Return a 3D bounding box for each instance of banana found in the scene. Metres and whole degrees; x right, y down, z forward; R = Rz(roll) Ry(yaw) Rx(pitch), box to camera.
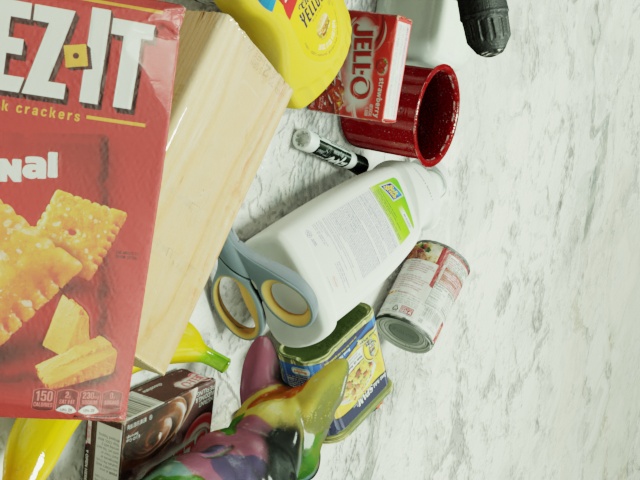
[{"bbox_3d":[-0.141,0.095,0.706,0.197,0.070,0.037,-31,162,-44],"label":"banana"}]

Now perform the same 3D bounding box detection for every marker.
[{"bbox_3d":[0.012,-0.077,0.948,0.121,0.020,0.020,16,87,-61],"label":"marker"}]

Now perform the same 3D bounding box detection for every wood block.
[{"bbox_3d":[-0.110,-0.034,0.669,0.090,0.091,0.206,45,63,-50],"label":"wood block"}]

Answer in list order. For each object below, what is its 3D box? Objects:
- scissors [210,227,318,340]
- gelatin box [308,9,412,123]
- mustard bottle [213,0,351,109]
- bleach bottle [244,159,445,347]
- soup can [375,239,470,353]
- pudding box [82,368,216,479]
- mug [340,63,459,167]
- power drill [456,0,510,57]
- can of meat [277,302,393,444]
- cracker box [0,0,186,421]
[{"bbox_3d":[-0.055,0.001,0.794,0.016,0.096,0.202,-66,155,-46],"label":"scissors"},{"bbox_3d":[0.032,-0.148,0.898,0.030,0.073,0.089,-6,107,-60],"label":"gelatin box"},{"bbox_3d":[-0.036,-0.183,0.704,0.096,0.058,0.191,-62,147,-25],"label":"mustard bottle"},{"bbox_3d":[0.040,-0.004,0.939,0.250,0.068,0.102,-31,98,-47],"label":"bleach bottle"},{"bbox_3d":[0.107,0.059,1.124,0.102,0.069,0.068,-60,147,-26],"label":"soup can"},{"bbox_3d":[-0.124,0.152,0.781,0.113,0.039,0.090,-17,117,-57],"label":"pudding box"},{"bbox_3d":[0.077,-0.125,0.977,0.117,0.082,0.093,-48,140,-41],"label":"mug"},{"bbox_3d":[0.091,-0.240,0.870,0.187,0.057,0.184,-14,92,-54],"label":"power drill"},{"bbox_3d":[0.013,0.112,0.926,0.101,0.058,0.084,-39,126,-42],"label":"can of meat"},{"bbox_3d":[-0.163,-0.023,0.520,0.164,0.072,0.214,7,99,-19],"label":"cracker box"}]
